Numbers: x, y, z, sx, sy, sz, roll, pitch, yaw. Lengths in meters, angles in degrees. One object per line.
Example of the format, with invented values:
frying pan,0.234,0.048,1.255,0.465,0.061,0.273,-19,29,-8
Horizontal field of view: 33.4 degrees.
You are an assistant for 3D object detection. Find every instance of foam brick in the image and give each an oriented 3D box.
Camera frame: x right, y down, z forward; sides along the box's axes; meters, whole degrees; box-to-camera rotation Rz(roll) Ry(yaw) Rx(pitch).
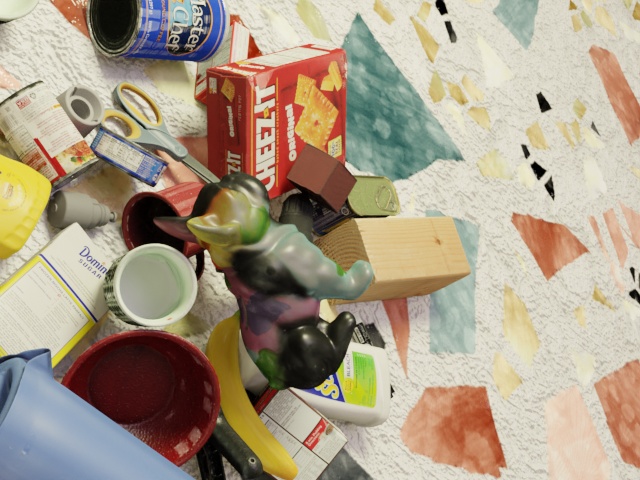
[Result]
foam brick,0.003,-0.076,1.329,0.051,0.053,0.078,-58,154,-4

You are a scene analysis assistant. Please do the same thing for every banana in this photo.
banana,-0.082,0.167,1.141,0.037,0.069,0.198,89,-15,-80

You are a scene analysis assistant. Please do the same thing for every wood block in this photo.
wood block,0.098,0.025,1.437,0.205,0.090,0.091,-2,69,-47

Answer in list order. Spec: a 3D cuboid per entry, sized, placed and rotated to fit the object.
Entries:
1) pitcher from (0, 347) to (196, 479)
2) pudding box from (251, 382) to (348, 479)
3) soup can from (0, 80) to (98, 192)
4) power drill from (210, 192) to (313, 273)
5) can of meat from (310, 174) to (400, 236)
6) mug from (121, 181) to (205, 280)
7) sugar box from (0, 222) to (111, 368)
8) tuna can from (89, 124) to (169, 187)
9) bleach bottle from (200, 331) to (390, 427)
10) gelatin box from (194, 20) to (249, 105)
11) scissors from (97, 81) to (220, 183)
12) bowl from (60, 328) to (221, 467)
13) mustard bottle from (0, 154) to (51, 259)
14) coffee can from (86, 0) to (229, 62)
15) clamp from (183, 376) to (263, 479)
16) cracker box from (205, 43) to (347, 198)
pitcher,-0.226,0.226,0.967,0.242,0.149,0.145,40,31,-27
pudding box,-0.037,0.221,1.192,0.113,0.039,0.090,42,83,-19
soup can,-0.290,-0.108,1.123,0.102,0.069,0.068,56,40,-6
power drill,-0.058,0.002,1.247,0.187,0.057,0.184,47,44,-59
can of meat,0.042,-0.044,1.421,0.101,0.084,0.057,-2,70,-47
mug,-0.157,-0.008,1.195,0.081,0.093,0.117,-28,104,-55
sugar box,-0.274,0.067,1.059,0.093,0.048,0.176,53,37,-12
tuna can,-0.212,-0.092,1.177,0.086,0.086,0.034,29,90,-33
bleach bottle,-0.030,0.159,1.249,0.250,0.068,0.102,13,70,-37
gelatin box,-0.124,-0.224,1.357,0.030,0.073,0.089,25,52,-35
scissors,-0.184,-0.101,1.244,0.202,0.016,0.096,51,47,4
bowl,-0.183,0.154,1.058,0.162,0.162,0.055,39,2,-25
mustard bottle,-0.361,-0.069,1.035,0.191,0.058,0.096,37,51,-26
coffee can,-0.194,-0.269,1.287,0.140,0.103,0.103,-6,73,-48
clamp,-0.122,0.201,1.121,0.039,0.120,0.171,-9,55,-38
cracker box,-0.049,-0.148,1.338,0.213,0.072,0.164,-27,124,-51
